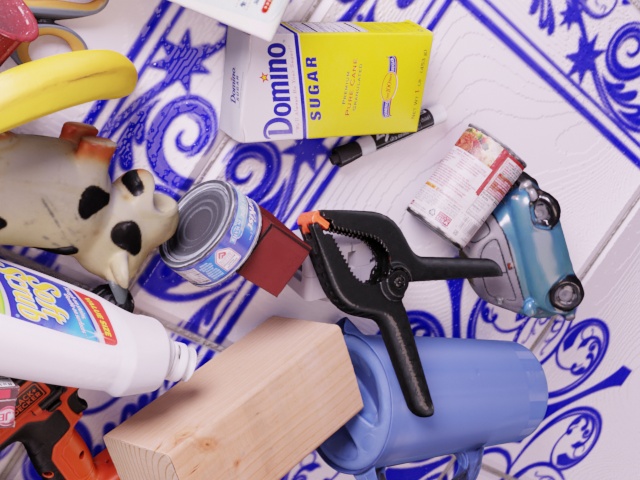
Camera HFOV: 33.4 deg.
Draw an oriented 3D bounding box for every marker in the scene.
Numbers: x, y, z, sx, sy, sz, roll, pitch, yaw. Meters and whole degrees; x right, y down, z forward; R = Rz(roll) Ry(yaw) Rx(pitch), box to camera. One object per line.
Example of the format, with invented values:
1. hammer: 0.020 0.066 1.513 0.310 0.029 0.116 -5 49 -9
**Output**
1. marker: 0.061 -0.095 0.965 0.121 0.020 0.020 -25 126 -20

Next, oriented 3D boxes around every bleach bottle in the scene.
1. bleach bottle: -0.211 0.061 0.794 0.250 0.103 0.068 18 117 -30

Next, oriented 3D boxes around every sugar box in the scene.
1. sugar box: 0.006 -0.134 0.890 0.175 0.048 0.093 -9 119 -31

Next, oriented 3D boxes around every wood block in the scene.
1. wood block: -0.068 0.156 0.919 0.205 0.091 0.090 -34 117 -39

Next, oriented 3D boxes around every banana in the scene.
1. banana: -0.178 -0.104 0.725 0.197 0.070 0.037 -32 100 -54

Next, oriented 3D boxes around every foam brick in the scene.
1. foam brick: -0.056 0.001 0.903 0.053 0.078 0.051 33 95 -38

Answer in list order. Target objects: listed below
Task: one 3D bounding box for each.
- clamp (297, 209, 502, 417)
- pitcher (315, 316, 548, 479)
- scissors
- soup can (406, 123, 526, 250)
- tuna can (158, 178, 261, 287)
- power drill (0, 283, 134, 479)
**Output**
1. clamp: 0.060 0.048 0.939 0.209 0.036 0.164 32 70 -25
2. pitcher: 0.114 0.166 1.066 0.242 0.145 0.149 3 110 -37
3. scissors: -0.243 -0.147 0.740 0.201 0.016 0.096 -14 124 -24
4. soup can: 0.137 -0.050 1.007 0.068 0.069 0.102 34 94 -40
5. tuna can: -0.091 -0.007 0.870 0.086 0.086 0.033 -51 129 0
6. power drill: -0.200 0.145 0.903 0.184 0.057 0.187 -39 128 -11
